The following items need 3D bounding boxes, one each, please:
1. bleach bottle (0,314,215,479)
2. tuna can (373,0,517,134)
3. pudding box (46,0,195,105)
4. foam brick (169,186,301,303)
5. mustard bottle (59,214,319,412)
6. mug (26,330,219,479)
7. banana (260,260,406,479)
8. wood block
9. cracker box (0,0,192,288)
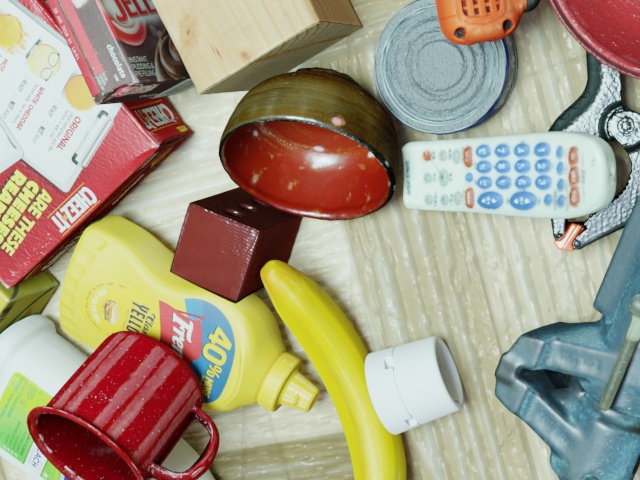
[{"bbox_3d":[-0.136,0.163,0.772,0.251,0.068,0.103,33,113,10],"label":"bleach bottle"},{"bbox_3d":[0.077,-0.108,0.661,0.086,0.033,0.086,4,101,19],"label":"tuna can"},{"bbox_3d":[-0.122,-0.137,0.686,0.039,0.113,0.090,-24,91,21],"label":"pudding box"},{"bbox_3d":[-0.055,0.001,0.705,0.053,0.078,0.051,23,108,15],"label":"foam brick"},{"bbox_3d":[-0.087,0.065,0.738,0.192,0.058,0.096,28,117,13],"label":"mustard bottle"},{"bbox_3d":[-0.120,0.118,0.698,0.117,0.081,0.093,22,140,19],"label":"mug"},{"bbox_3d":[0.017,0.100,0.701,0.037,0.069,0.198,-21,90,25],"label":"banana"},{"bbox_3d":[-0.069,-0.205,0.667,0.090,0.090,0.206,-27,89,22],"label":"wood block"},{"bbox_3d":[-0.219,-0.102,0.743,0.164,0.072,0.213,-39,91,23],"label":"cracker box"}]
